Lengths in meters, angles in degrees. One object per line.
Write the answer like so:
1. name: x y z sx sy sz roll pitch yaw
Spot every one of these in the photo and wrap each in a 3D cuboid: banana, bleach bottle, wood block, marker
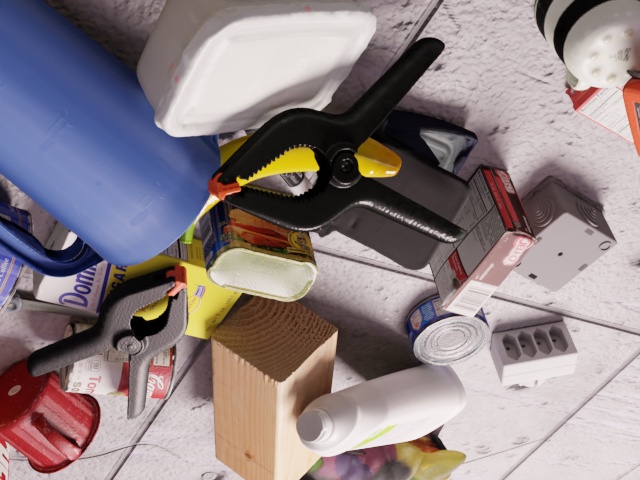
1. banana: -0.035 -0.059 0.877 0.198 0.037 0.069 -17 113 13
2. bleach bottle: 0.056 0.173 1.084 0.103 0.068 0.250 -39 160 22
3. wood block: -0.049 0.158 1.080 0.090 0.091 0.206 -41 151 -35
4. marker: -0.043 -0.079 0.910 0.020 0.020 0.121 -27 135 13

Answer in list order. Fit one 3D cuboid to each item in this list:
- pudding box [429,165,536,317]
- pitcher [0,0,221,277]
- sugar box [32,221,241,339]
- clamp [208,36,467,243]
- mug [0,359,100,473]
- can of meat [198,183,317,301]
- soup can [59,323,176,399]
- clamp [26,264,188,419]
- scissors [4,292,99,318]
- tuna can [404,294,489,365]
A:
1. pudding box: 0.145 0.001 0.990 0.039 0.090 0.114 15 130 -25
2. pitcher: -0.204 -0.087 0.780 0.145 0.149 0.242 -13 140 38
3. sugar box: -0.164 0.032 0.976 0.176 0.048 0.093 14 130 -28
4. clamp: 0.020 -0.051 0.820 0.209 0.036 0.164 -20 104 -17
5. mug: -0.274 0.177 1.054 0.093 0.117 0.081 -45 130 -8
6. can of meat: -0.056 0.001 0.943 0.102 0.084 0.058 13 131 -26
7. soup can: -0.198 0.118 1.041 0.102 0.068 0.069 8 133 -21
8. clamp: -0.183 0.085 0.960 0.120 0.039 0.172 19 116 -29
9. scissors: -0.292 0.043 0.977 0.201 0.016 0.096 0 135 -14
10. tuna can: 0.134 0.094 1.125 0.086 0.034 0.086 -7 137 -7
